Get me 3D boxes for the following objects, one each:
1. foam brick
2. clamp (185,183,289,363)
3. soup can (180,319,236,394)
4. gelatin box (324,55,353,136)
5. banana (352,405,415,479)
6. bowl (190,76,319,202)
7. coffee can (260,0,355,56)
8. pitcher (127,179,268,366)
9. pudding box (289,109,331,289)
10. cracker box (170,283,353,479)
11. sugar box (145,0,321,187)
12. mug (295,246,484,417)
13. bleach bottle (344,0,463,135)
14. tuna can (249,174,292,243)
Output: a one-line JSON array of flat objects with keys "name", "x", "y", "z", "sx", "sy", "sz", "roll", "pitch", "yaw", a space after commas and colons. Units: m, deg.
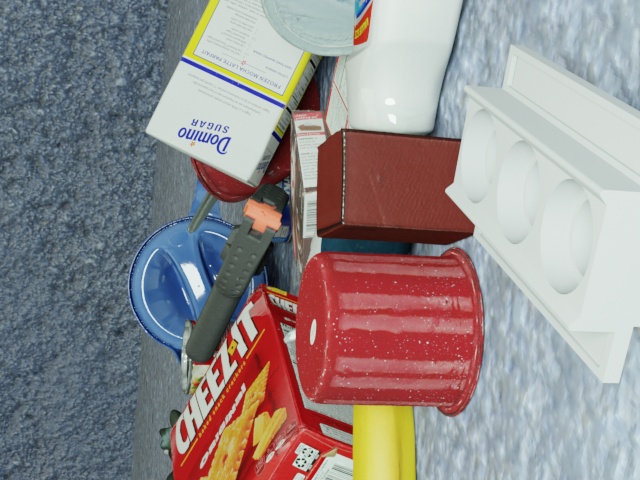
[{"name": "foam brick", "x": 0.041, "y": -0.028, "z": 0.572, "sx": 0.053, "sy": 0.078, "sz": 0.051, "roll": 154, "pitch": 118, "yaw": -73}, {"name": "clamp", "x": -0.056, "y": 0.001, "z": 0.859, "sx": 0.210, "sy": 0.036, "sz": 0.164, "roll": 121, "pitch": 173, "yaw": -64}, {"name": "soup can", "x": -0.072, "y": 0.107, "z": 0.970, "sx": 0.068, "sy": 0.102, "sz": 0.068, "roll": -177, "pitch": 90, "yaw": -77}, {"name": "gelatin box", "x": 0.030, "y": -0.097, "z": 0.738, "sx": 0.089, "sy": 0.030, "sz": 0.073, "roll": -108, "pitch": 26, "yaw": -58}, {"name": "banana", "x": 0.034, "y": 0.146, "z": 0.649, "sx": 0.070, "sy": 0.037, "sz": 0.198, "roll": 173, "pitch": 99, "yaw": -75}, {"name": "bowl", "x": -0.046, "y": -0.108, "z": 0.908, "sx": 0.161, "sy": 0.055, "sz": 0.162, "roll": -28, "pitch": -57, "yaw": -55}, {"name": "coffee can", "x": 0.003, "y": -0.203, "z": 0.713, "sx": 0.140, "sy": 0.102, "sz": 0.103, "roll": -102, "pitch": 20, "yaw": -48}, {"name": "pitcher", "x": -0.124, "y": 0.033, "z": 1.127, "sx": 0.145, "sy": 0.149, "sz": 0.243, "roll": 49, "pitch": 176, "yaw": -3}, {"name": "pudding box", "x": -0.003, "y": -0.029, "z": 0.814, "sx": 0.113, "sy": 0.039, "sz": 0.090, "roll": 96, "pitch": 168, "yaw": -47}, {"name": "cracker box", "x": -0.045, "y": 0.152, "z": 0.794, "sx": 0.164, "sy": 0.072, "sz": 0.214, "roll": -58, "pitch": 22, "yaw": 16}, {"name": "sugar box", "x": -0.053, "y": -0.139, "z": 0.823, "sx": 0.176, "sy": 0.093, "sz": 0.048, "roll": -63, "pitch": -10, "yaw": 2}, {"name": "mug", "x": 0.031, "y": 0.047, "z": 0.588, "sx": 0.117, "sy": 0.081, "sz": 0.093, "roll": -152, "pitch": 65, "yaw": -76}, {"name": "bleach bottle", "x": 0.051, "y": -0.153, "z": 0.595, "sx": 0.102, "sy": 0.068, "sz": 0.251, "roll": -118, "pitch": 31, "yaw": -67}, {"name": "tuna can", "x": -0.046, "y": -0.040, "z": 1.038, "sx": 0.086, "sy": 0.033, "sz": 0.086, "roll": -177, "pitch": 90, "yaw": -77}]
